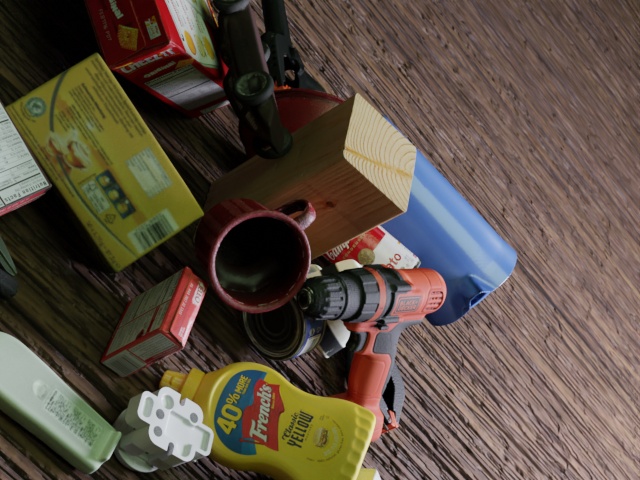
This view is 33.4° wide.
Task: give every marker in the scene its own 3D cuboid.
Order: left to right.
[{"bbox_3d":[-0.277,0.010,0.829,0.121,0.020,0.020,52,34,-46],"label":"marker"}]

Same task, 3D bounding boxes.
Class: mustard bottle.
[{"bbox_3d":[-0.053,0.162,0.950,0.191,0.058,0.096,23,62,1],"label":"mustard bottle"}]

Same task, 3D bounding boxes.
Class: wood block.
[{"bbox_3d":[-0.017,-0.043,1.041,0.090,0.206,0.090,40,43,-28],"label":"wood block"}]

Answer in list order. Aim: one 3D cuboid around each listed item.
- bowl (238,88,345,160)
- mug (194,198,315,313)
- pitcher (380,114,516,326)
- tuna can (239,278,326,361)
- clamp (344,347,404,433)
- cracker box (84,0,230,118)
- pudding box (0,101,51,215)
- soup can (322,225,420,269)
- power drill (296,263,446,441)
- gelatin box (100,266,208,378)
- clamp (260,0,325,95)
[{"bbox_3d":[-0.014,-0.085,1.114,0.162,0.162,0.055,37,51,-30],"label":"bowl"},{"bbox_3d":[-0.056,0.001,0.958,0.093,0.117,0.082,53,-7,-24],"label":"mug"},{"bbox_3d":[0.105,-0.029,1.259,0.242,0.149,0.144,48,54,-13],"label":"pitcher"},{"bbox_3d":[-0.038,0.074,1.045,0.033,0.086,0.086,-16,81,-51],"label":"tuna can"},{"bbox_3d":[0.046,0.122,1.155,0.120,0.039,0.171,21,46,-34],"label":"clamp"},{"bbox_3d":[-0.160,-0.221,1.031,0.213,0.072,0.164,22,46,-75],"label":"cracker box"},{"bbox_3d":[-0.283,-0.070,0.856,0.089,0.039,0.113,-34,97,-51],"label":"pudding box"},{"bbox_3d":[0.051,0.015,1.180,0.102,0.069,0.068,40,39,-1],"label":"soup can"},{"bbox_3d":[0.029,0.111,1.026,0.184,0.188,0.057,0,28,-43],"label":"power drill"},{"bbox_3d":[-0.142,0.071,0.920,0.030,0.089,0.073,42,41,-24],"label":"gelatin box"},{"bbox_3d":[-0.042,-0.205,1.182,0.210,0.036,0.164,-70,139,-68],"label":"clamp"}]
